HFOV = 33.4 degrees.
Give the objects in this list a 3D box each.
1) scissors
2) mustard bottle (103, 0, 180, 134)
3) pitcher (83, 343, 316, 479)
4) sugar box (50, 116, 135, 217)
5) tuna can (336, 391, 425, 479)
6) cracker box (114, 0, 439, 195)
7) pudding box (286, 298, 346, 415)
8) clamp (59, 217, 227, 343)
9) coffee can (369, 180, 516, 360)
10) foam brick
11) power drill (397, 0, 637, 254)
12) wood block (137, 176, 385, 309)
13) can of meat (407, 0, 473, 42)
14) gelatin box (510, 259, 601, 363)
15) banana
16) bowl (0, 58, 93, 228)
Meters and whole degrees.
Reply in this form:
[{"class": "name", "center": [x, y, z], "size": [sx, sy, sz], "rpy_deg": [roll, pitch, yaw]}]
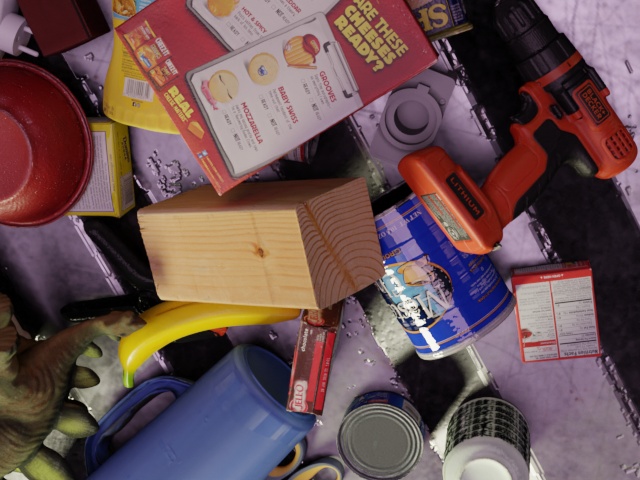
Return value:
[{"class": "scissors", "center": [-0.070, 0.264, 1.107], "size": [0.202, 0.016, 0.096], "rpy_deg": [-29, 99, 16]}, {"class": "mustard bottle", "center": [-0.144, -0.198, 0.960], "size": [0.096, 0.058, 0.192], "rpy_deg": [16, 109, 25]}, {"class": "pitcher", "center": [-0.127, 0.208, 1.052], "size": [0.149, 0.145, 0.243], "rpy_deg": [40, 105, -16]}, {"class": "sugar box", "center": [-0.272, -0.071, 1.030], "size": [0.176, 0.048, 0.093], "rpy_deg": [2, 107, 13]}, {"class": "tuna can", "center": [0.060, 0.193, 1.054], "size": [0.086, 0.033, 0.086], "rpy_deg": [3, 107, 9]}, {"class": "cracker box", "center": [-0.034, -0.162, 0.880], "size": [0.214, 0.072, 0.164], "rpy_deg": [-31, 97, 13]}, {"class": "pudding box", "center": [-0.004, 0.098, 0.995], "size": [0.039, 0.113, 0.090], "rpy_deg": [12, 108, 3]}, {"class": "clamp", "center": [-0.175, 0.061, 1.055], "size": [0.171, 0.039, 0.120], "rpy_deg": [30, 124, -3]}, {"class": "coffee can", "center": [0.097, 0.021, 0.960], "size": [0.103, 0.102, 0.140], "rpy_deg": [-30, 99, 17]}, {"class": "foam brick", "center": [-0.238, -0.214, 0.978], "size": [0.051, 0.053, 0.078], "rpy_deg": [-21, 100, 15]}, {"class": "power drill", "center": [0.158, -0.093, 0.898], "size": [0.187, 0.057, 0.184], "rpy_deg": [-39, 96, -13]}, {"class": "wood block", "center": [-0.057, 0.002, 0.939], "size": [0.207, 0.090, 0.091], "rpy_deg": [1, 109, 44]}, {"class": "can of meat", "center": [0.071, -0.208, 0.922], "size": [0.102, 0.057, 0.084], "rpy_deg": [-15, 101, 14]}, {"class": "gelatin box", "center": [0.218, 0.067, 0.991], "size": [0.073, 0.030, 0.089], "rpy_deg": [-7, 105, 11]}, {"class": "banana", "center": [-0.118, 0.079, 1.018], "size": [0.198, 0.037, 0.069], "rpy_deg": [-22, 134, 13]}, {"class": "bowl", "center": [-0.293, -0.083, 0.977], "size": [0.162, 0.055, 0.162], "rpy_deg": [3, 105, 12]}]
